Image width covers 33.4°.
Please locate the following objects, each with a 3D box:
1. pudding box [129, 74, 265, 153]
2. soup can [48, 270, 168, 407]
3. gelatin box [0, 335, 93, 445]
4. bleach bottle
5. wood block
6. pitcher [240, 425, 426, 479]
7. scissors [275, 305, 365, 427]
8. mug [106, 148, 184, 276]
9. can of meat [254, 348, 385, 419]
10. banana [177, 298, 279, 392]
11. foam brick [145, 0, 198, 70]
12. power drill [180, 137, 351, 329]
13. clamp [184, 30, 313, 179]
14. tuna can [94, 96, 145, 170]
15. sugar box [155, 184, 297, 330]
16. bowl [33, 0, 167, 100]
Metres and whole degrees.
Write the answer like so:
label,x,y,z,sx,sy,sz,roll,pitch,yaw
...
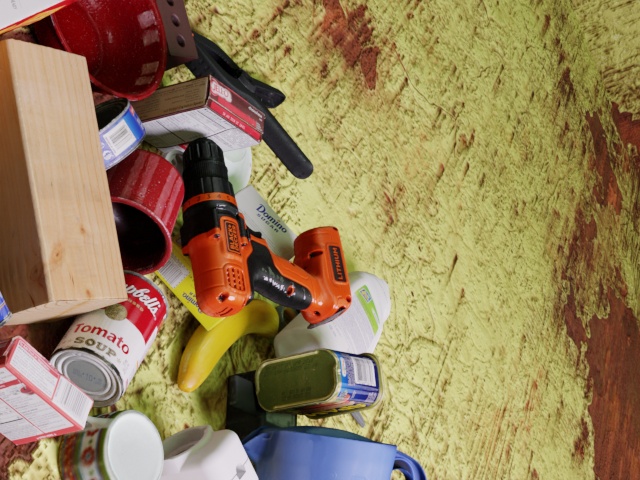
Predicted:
label,x,y,z,sx,sy,sz,roll,pitch,yaw
pudding box,-0.125,-0.118,1.048,0.089,0.114,0.039,33,55,-50
soup can,-0.178,0.082,0.900,0.068,0.069,0.102,58,32,-26
gelatin box,-0.227,0.113,0.797,0.089,0.073,0.030,51,36,-34
bleach bottle,0.031,0.102,1.228,0.250,0.068,0.102,-37,107,-63
wood block,-0.230,-0.043,0.851,0.090,0.091,0.206,3,73,-60
pitcher,0.002,0.297,0.990,0.144,0.149,0.243,25,71,-62
scissors,0.007,0.128,1.253,0.201,0.016,0.096,50,37,-36
mug,-0.168,-0.019,0.962,0.081,0.093,0.117,-79,167,-47
can of meat,-0.002,0.140,1.047,0.083,0.102,0.057,19,60,-55
banana,-0.088,0.097,1.082,0.197,0.037,0.069,-16,88,-61
foam brick,-0.167,-0.216,1.089,0.052,0.051,0.078,-12,86,-61
power drill,-0.057,0.001,1.038,0.187,0.057,0.184,19,52,-43
clamp,-0.087,-0.160,1.176,0.209,0.036,0.165,35,21,-44
tuna can,-0.197,-0.089,0.937,0.033,0.086,0.086,60,32,-26
sugar box,-0.092,0.013,1.086,0.093,0.048,0.176,49,29,1
bowl,-0.215,-0.200,0.994,0.162,0.055,0.162,35,47,-49
